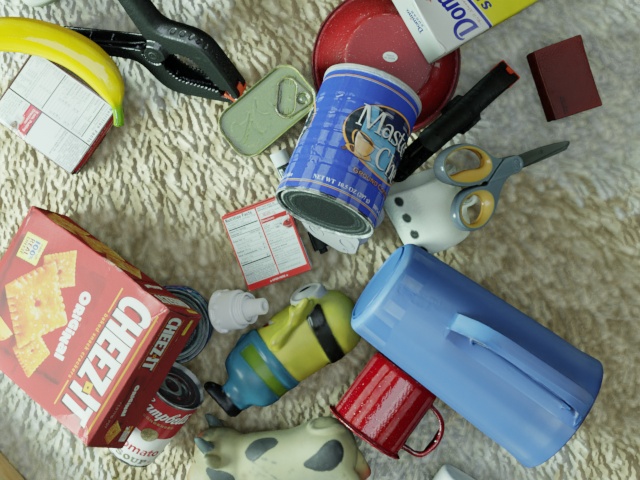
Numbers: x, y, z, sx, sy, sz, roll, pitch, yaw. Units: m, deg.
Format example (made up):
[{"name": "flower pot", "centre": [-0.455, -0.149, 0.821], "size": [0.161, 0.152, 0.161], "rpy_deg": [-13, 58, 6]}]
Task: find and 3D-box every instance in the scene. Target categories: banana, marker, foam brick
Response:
[{"name": "banana", "centre": [-0.280, -0.191, 1.102], "size": [0.198, 0.037, 0.069], "rpy_deg": [26, 88, -3]}, {"name": "marker", "centre": [-0.021, -0.041, 1.156], "size": [0.020, 0.020, 0.121], "rpy_deg": [-25, 94, 3]}, {"name": "foam brick", "centre": [0.255, -0.169, 1.122], "size": [0.053, 0.051, 0.078], "rpy_deg": [-18, 94, 3]}]

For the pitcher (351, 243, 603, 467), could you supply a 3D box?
[{"name": "pitcher", "centre": [0.158, 0.110, 1.080], "size": [0.243, 0.144, 0.149], "rpy_deg": [35, 125, -4]}]

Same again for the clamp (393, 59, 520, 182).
[{"name": "clamp", "centre": [0.138, -0.124, 1.111], "size": [0.171, 0.120, 0.039], "rpy_deg": [-39, 94, -29]}]

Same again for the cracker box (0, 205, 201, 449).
[{"name": "cracker box", "centre": [-0.253, 0.087, 1.104], "size": [0.214, 0.072, 0.164], "rpy_deg": [33, 95, 27]}]

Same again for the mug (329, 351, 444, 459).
[{"name": "mug", "centre": [0.079, 0.180, 1.137], "size": [0.117, 0.093, 0.081], "rpy_deg": [36, 90, 12]}]

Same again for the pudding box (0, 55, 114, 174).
[{"name": "pudding box", "centre": [-0.283, -0.137, 1.143], "size": [0.113, 0.039, 0.090], "rpy_deg": [36, 93, -4]}]

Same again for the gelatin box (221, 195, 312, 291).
[{"name": "gelatin box", "centre": [-0.058, 0.001, 1.155], "size": [0.073, 0.030, 0.089], "rpy_deg": [-20, 94, 4]}]

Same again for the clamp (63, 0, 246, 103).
[{"name": "clamp", "centre": [-0.176, -0.202, 1.112], "size": [0.209, 0.165, 0.036], "rpy_deg": [33, 57, -20]}]

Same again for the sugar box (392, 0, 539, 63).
[{"name": "sugar box", "centre": [0.164, -0.263, 1.091], "size": [0.176, 0.048, 0.093], "rpy_deg": [-32, 94, -19]}]

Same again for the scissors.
[{"name": "scissors", "centre": [0.191, -0.058, 1.089], "size": [0.201, 0.016, 0.096], "rpy_deg": [-1, 90, -38]}]

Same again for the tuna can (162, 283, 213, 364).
[{"name": "tuna can", "centre": [-0.160, 0.092, 1.163], "size": [0.086, 0.034, 0.086], "rpy_deg": [0, 95, 1]}]

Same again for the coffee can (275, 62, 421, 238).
[{"name": "coffee can", "centre": [0.028, -0.087, 1.043], "size": [0.103, 0.103, 0.140], "rpy_deg": [22, 73, -1]}]

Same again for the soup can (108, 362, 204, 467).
[{"name": "soup can", "centre": [-0.179, 0.186, 1.141], "size": [0.068, 0.068, 0.102], "rpy_deg": [38, 116, -2]}]

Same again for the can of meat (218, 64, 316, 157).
[{"name": "can of meat", "centre": [-0.053, -0.134, 1.115], "size": [0.102, 0.084, 0.057], "rpy_deg": [-40, 93, 4]}]

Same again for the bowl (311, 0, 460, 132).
[{"name": "bowl", "centre": [0.070, -0.189, 1.123], "size": [0.162, 0.055, 0.162], "rpy_deg": [0, 95, 1]}]
